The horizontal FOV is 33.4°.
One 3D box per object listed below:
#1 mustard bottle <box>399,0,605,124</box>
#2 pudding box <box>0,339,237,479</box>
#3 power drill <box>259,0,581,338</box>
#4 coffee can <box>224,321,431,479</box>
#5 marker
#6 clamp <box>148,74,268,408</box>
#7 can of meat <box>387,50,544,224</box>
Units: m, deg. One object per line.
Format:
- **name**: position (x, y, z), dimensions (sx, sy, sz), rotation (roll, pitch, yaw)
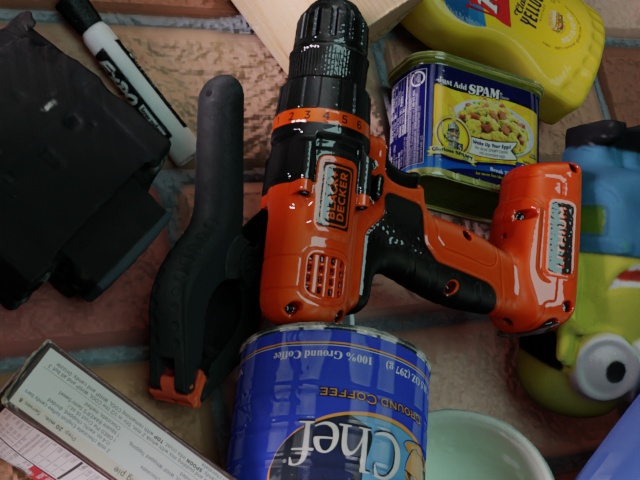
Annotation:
- **mustard bottle**: position (0.103, -0.164, 0.728), dimensions (0.191, 0.058, 0.096), rotation (29, 59, -15)
- **pudding box**: position (-0.102, 0.101, 0.502), dimensions (0.113, 0.090, 0.039), rotation (37, 59, -10)
- **power drill**: position (0.057, -0.029, 0.592), dimensions (0.187, 0.057, 0.184), rotation (14, 75, -25)
- **coffee can**: position (0.001, 0.125, 0.527), dimensions (0.102, 0.103, 0.140), rotation (18, 59, -21)
- **marker**: position (-0.111, -0.095, 0.613), dimensions (0.020, 0.020, 0.121), rotation (-38, 91, -33)
- **clamp**: position (-0.054, 0.001, 0.570), dimensions (0.120, 0.039, 0.171), rotation (51, 50, -41)
- **can of meat**: position (0.093, -0.064, 0.686), dimensions (0.102, 0.058, 0.084), rotation (12, 69, -23)
